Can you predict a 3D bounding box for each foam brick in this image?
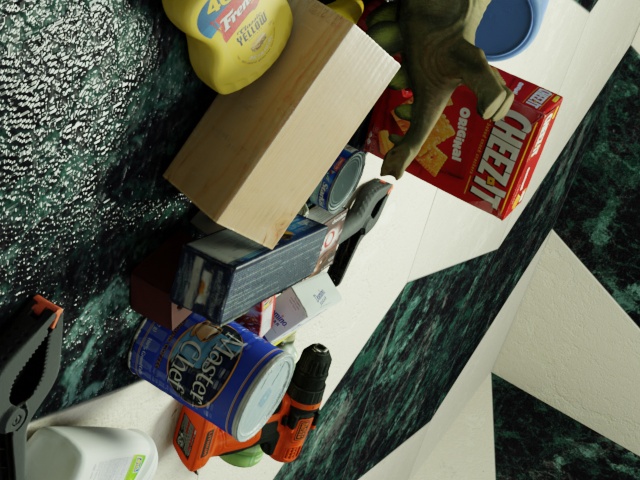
[{"bbox_3d":[-0.141,0.038,1.034,0.078,0.051,0.053,-46,156,-39],"label":"foam brick"}]

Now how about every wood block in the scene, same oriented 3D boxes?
[{"bbox_3d":[-0.035,-0.109,0.964,0.206,0.090,0.090,-55,144,6],"label":"wood block"}]

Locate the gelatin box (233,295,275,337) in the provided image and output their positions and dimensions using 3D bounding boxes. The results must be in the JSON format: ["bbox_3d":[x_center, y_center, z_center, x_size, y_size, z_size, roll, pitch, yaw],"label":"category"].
[{"bbox_3d":[-0.091,0.055,1.134,0.030,0.089,0.073,-45,156,-37],"label":"gelatin box"}]

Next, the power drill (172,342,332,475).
[{"bbox_3d":[-0.080,0.212,1.325,0.187,0.057,0.185,-3,124,-35],"label":"power drill"}]

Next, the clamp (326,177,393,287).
[{"bbox_3d":[0.049,-0.026,1.474,0.171,0.039,0.120,-61,168,-21],"label":"clamp"}]

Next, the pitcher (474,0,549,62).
[{"bbox_3d":[0.205,-0.308,1.237,0.242,0.149,0.145,-66,-179,-57],"label":"pitcher"}]

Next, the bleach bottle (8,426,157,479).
[{"bbox_3d":[-0.229,0.240,1.087,0.102,0.068,0.250,-60,164,-3],"label":"bleach bottle"}]

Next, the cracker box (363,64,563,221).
[{"bbox_3d":[0.171,-0.145,1.339,0.072,0.214,0.164,-40,153,-47],"label":"cracker box"}]

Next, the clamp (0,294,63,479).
[{"bbox_3d":[-0.269,0.145,0.871,0.210,0.036,0.164,-67,162,12],"label":"clamp"}]

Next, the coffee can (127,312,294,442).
[{"bbox_3d":[-0.112,0.128,1.102,0.102,0.140,0.103,-51,160,-28],"label":"coffee can"}]

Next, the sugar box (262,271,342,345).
[{"bbox_3d":[-0.066,0.104,1.217,0.176,0.048,0.093,-33,175,27],"label":"sugar box"}]

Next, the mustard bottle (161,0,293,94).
[{"bbox_3d":[-0.078,-0.197,0.838,0.096,0.058,0.191,-46,159,-9],"label":"mustard bottle"}]

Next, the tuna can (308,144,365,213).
[{"bbox_3d":[0.020,-0.078,1.322,0.086,0.034,0.086,-51,160,-28],"label":"tuna can"}]

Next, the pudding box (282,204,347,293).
[{"bbox_3d":[-0.017,0.008,1.344,0.113,0.039,0.090,-38,151,-50],"label":"pudding box"}]
